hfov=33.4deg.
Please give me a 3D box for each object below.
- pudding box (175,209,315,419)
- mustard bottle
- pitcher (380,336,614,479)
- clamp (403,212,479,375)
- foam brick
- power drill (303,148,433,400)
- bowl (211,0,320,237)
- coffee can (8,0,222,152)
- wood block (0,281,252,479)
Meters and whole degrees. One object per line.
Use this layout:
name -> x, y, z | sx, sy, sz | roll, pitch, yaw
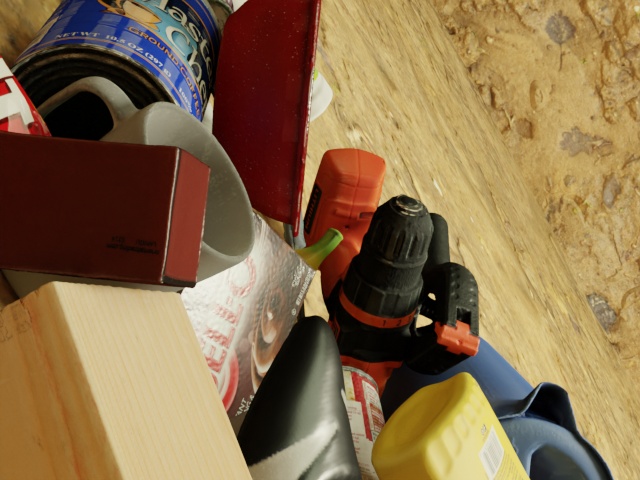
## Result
pudding box -> -0.057, 0.041, 0.569 | 0.090, 0.039, 0.113 | 46, 57, -45
mustard bottle -> 0.101, 0.174, 0.584 | 0.191, 0.058, 0.096 | 60, 27, -6
pitcher -> 0.102, 0.154, 0.754 | 0.145, 0.149, 0.243 | 62, 2, -13
clamp -> 0.079, 0.039, 0.754 | 0.039, 0.120, 0.172 | 14, 0, -14
foam brick -> -0.088, -0.011, 0.414 | 0.051, 0.078, 0.053 | 31, 65, -82
power drill -> 0.028, 0.011, 0.768 | 0.057, 0.185, 0.187 | 10, 33, -12
bowl -> -0.032, -0.084, 0.634 | 0.162, 0.055, 0.162 | -178, -86, -89
coffee can -> -0.112, -0.083, 0.584 | 0.102, 0.103, 0.140 | 53, 19, -24
wood block -> -0.073, 0.128, 0.396 | 0.090, 0.090, 0.206 | 13, 51, -67
